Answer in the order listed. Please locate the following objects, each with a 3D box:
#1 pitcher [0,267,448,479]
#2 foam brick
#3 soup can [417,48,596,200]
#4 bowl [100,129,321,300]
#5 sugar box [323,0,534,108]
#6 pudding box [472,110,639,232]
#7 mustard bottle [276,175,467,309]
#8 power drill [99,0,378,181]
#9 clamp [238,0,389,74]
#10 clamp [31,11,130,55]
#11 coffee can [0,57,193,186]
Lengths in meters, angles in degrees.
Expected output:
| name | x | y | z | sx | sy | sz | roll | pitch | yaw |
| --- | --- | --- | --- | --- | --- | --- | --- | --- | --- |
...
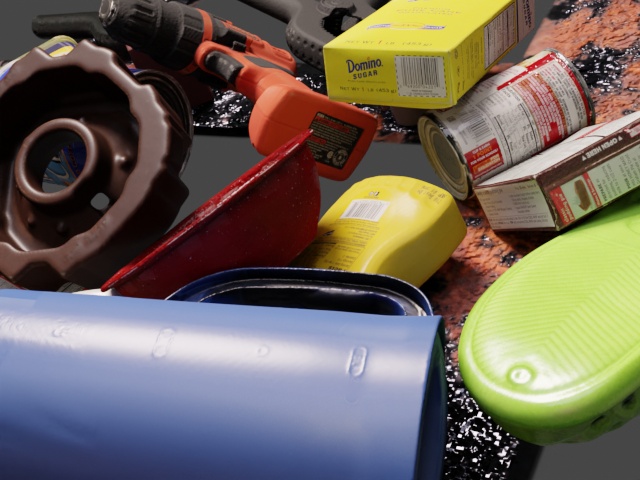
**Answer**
| name | x | y | z | sx | sy | sz | roll | pitch | yaw |
| --- | --- | --- | --- | --- | --- | --- | --- | --- | --- |
| pitcher | -0.058 | 0.083 | 0.533 | 0.243 | 0.145 | 0.149 | 6 | 2 | 11 |
| foam brick | -0.134 | -0.155 | 0.930 | 0.053 | 0.078 | 0.051 | -23 | 40 | -2 |
| soup can | 0.126 | -0.079 | 0.731 | 0.102 | 0.068 | 0.069 | -28 | 39 | -9 |
| bowl | -0.054 | 0.001 | 0.654 | 0.162 | 0.055 | 0.162 | -36 | 7 | 5 |
| sugar box | 0.083 | -0.146 | 0.761 | 0.093 | 0.048 | 0.176 | 8 | 33 | 26 |
| pudding box | 0.155 | -0.040 | 0.656 | 0.090 | 0.039 | 0.113 | -29 | 3 | -9 |
| mustard bottle | 0.003 | 0.039 | 0.653 | 0.096 | 0.058 | 0.191 | 7 | 45 | 45 |
| power drill | -0.058 | -0.121 | 0.800 | 0.188 | 0.184 | 0.057 | 45 | 113 | 43 |
| clamp | 0.001 | -0.186 | 0.898 | 0.164 | 0.036 | 0.210 | 0 | 35 | -7 |
| clamp | -0.212 | -0.217 | 1.069 | 0.120 | 0.039 | 0.172 | -36 | 41 | -16 |
| coffee can | -0.188 | -0.091 | 0.859 | 0.141 | 0.103 | 0.102 | 11 | 48 | 33 |
